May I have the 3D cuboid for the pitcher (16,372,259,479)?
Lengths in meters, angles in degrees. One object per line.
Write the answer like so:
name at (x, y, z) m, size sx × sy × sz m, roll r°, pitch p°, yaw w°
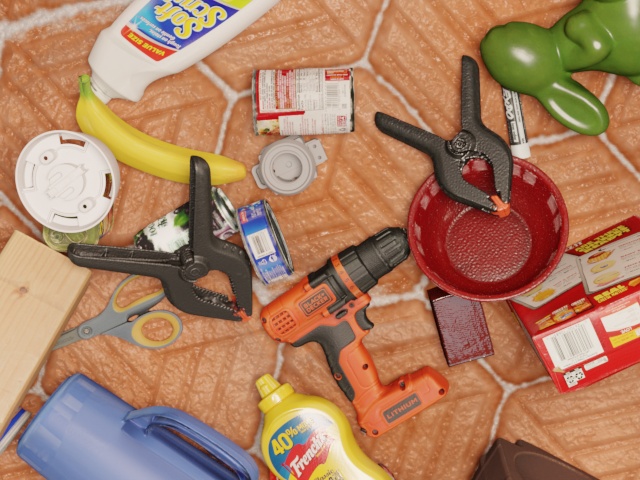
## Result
pitcher at (-0.190, 0.243, 1.131) m, size 0.243 × 0.145 × 0.149 m, roll 37°, pitch 72°, yaw -2°

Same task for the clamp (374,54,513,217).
clamp at (0.132, -0.093, 1.081) m, size 0.120 × 0.039 × 0.171 m, roll -27°, pitch 69°, yaw 15°

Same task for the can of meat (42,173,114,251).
can of meat at (-0.246, -0.045, 1.101) m, size 0.057 × 0.084 × 0.102 m, roll 6°, pitch 100°, yaw 0°

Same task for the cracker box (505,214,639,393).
cracker box at (0.275, 0.058, 1.040) m, size 0.164 × 0.213 × 0.072 m, roll -25°, pitch 100°, yaw 6°

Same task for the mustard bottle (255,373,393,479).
mustard bottle at (-0.006, 0.221, 1.115) m, size 0.096 × 0.058 × 0.192 m, roll -38°, pitch 81°, yaw 12°

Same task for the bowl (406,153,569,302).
bowl at (0.171, -0.007, 1.092) m, size 0.162 × 0.055 × 0.162 m, roll -4°, pitch 69°, yaw 9°

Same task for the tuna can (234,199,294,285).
tuna can at (-0.057, 0.001, 1.104) m, size 0.034 × 0.086 × 0.086 m, roll -21°, pitch 99°, yaw 3°

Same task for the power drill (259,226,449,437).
power drill at (0.056, 0.099, 1.135) m, size 0.184 × 0.057 × 0.187 m, roll -34°, pitch 95°, yaw 11°

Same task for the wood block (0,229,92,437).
wood block at (-0.322, 0.107, 1.078) m, size 0.090 × 0.090 × 0.206 m, roll 29°, pitch 68°, yaw -7°

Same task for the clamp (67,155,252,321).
clamp at (-0.142, 0.024, 1.082) m, size 0.164 × 0.036 × 0.210 m, roll -29°, pitch 132°, yaw 4°

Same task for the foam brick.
foam brick at (0.148, 0.086, 1.130) m, size 0.051 × 0.053 × 0.078 m, roll -15°, pitch 99°, yaw 4°

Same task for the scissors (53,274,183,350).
scissors at (-0.236, 0.108, 1.164) m, size 0.202 × 0.016 × 0.096 m, roll -37°, pitch 97°, yaw 8°

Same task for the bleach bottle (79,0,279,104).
bleach bottle at (-0.138, -0.218, 1.079) m, size 0.251 × 0.068 × 0.102 m, roll -40°, pitch 97°, yaw 10°

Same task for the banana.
banana at (-0.174, -0.097, 1.097) m, size 0.197 × 0.037 × 0.070 m, roll 27°, pitch 144°, yaw -22°

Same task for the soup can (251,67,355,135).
soup can at (-0.017, -0.142, 1.086) m, size 0.102 × 0.068 × 0.068 m, roll -2°, pitch 100°, yaw 1°

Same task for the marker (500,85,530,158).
marker at (0.198, -0.144, 1.104) m, size 0.020 × 0.020 × 0.121 m, roll -11°, pitch 100°, yaw 3°
